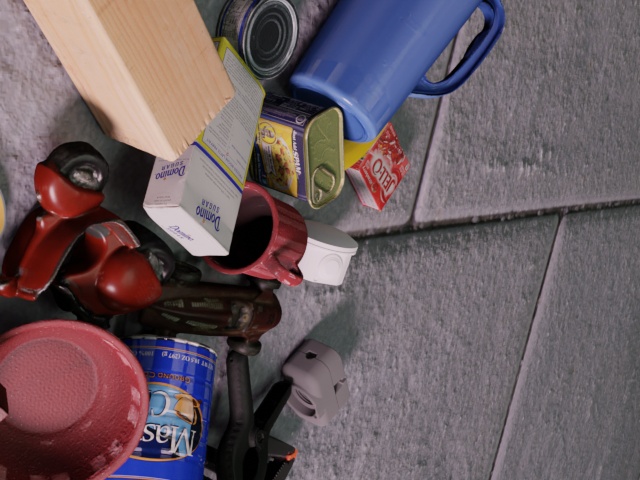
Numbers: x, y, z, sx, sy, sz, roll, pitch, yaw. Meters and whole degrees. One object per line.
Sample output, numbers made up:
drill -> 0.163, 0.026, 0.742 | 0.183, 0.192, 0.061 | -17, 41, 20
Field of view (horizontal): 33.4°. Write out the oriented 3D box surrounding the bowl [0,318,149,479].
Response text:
bowl -> -0.229, 0.133, 0.900 | 0.162, 0.055, 0.162 | -6, 109, -19

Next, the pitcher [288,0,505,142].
pitcher -> 0.082, -0.218, 1.117 | 0.242, 0.149, 0.145 | -56, 156, -14

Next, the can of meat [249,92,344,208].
can of meat -> -0.026, -0.093, 1.076 | 0.057, 0.084, 0.102 | -36, 134, -40

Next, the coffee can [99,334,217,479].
coffee can -> -0.152, 0.167, 0.978 | 0.102, 0.103, 0.140 | 37, 52, -56

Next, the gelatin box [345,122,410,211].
gelatin box -> 0.068, -0.089, 1.263 | 0.073, 0.030, 0.089 | -56, 144, -19

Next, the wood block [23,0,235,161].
wood block -> -0.156, -0.172, 0.841 | 0.090, 0.090, 0.206 | -51, 143, -23

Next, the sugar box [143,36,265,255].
sugar box -> -0.102, -0.084, 0.960 | 0.093, 0.048, 0.176 | 49, 48, -52

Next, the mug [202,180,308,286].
mug -> -0.057, 0.001, 1.061 | 0.093, 0.117, 0.081 | -49, 153, 10

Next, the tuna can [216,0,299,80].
tuna can -> -0.058, -0.197, 1.018 | 0.085, 0.034, 0.086 | -31, 132, -43

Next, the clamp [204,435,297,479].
clamp -> -0.095, 0.266, 1.207 | 0.209, 0.036, 0.164 | -30, 115, -54

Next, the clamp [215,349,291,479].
clamp -> -0.084, 0.205, 1.165 | 0.120, 0.039, 0.171 | 47, 46, -41
